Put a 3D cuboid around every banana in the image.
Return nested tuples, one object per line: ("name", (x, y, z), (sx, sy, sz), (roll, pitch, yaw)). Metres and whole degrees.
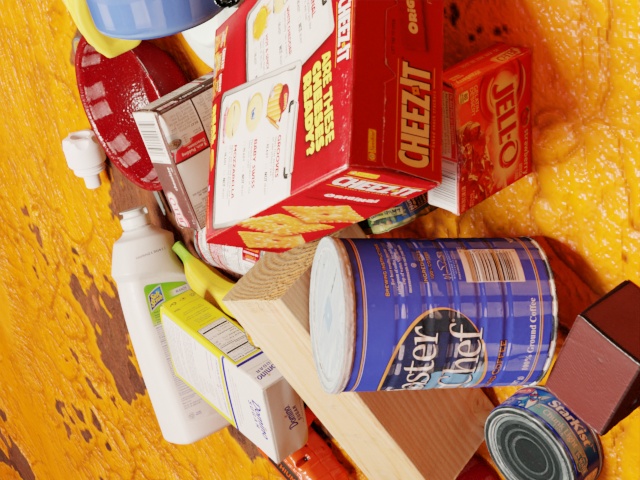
("banana", (-0.094, 0.050, 1.039), (0.069, 0.037, 0.198), (46, 167, -27))

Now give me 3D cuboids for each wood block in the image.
("wood block", (0.033, 0.091, 0.820), (0.206, 0.090, 0.090), (52, 152, -19))

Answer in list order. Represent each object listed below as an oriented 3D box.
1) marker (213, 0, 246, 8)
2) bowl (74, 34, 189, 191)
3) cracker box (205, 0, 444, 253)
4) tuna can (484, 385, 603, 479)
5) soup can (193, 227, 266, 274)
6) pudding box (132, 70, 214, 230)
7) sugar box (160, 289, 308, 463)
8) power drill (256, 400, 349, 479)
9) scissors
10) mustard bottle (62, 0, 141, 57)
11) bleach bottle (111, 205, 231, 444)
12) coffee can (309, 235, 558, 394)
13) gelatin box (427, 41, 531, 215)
("marker", (-0.061, -0.181, 0.787), (0.121, 0.020, 0.020), (-67, -46, -77))
("bowl", (-0.165, -0.130, 1.008), (0.162, 0.055, 0.162), (34, 139, 36))
("cracker box", (-0.003, -0.092, 0.685), (0.214, 0.072, 0.164), (-22, 63, 60))
("tuna can", (0.163, 0.152, 0.789), (0.086, 0.033, 0.086), (34, 139, 36))
("soup can", (-0.056, 0.001, 0.946), (0.102, 0.068, 0.068), (17, 128, 47))
("pudding box", (-0.098, -0.078, 0.917), (0.039, 0.089, 0.113), (12, 128, 48))
("sugar box", (-0.082, 0.124, 1.003), (0.176, 0.048, 0.093), (29, 139, 42))
("power drill", (0.004, 0.169, 1.005), (0.185, 0.057, 0.188), (45, 142, 31))
("scissors", (-0.193, -0.127, 1.086), (0.202, 0.016, 0.096), (60, 148, 2))
("mustard bottle", (-0.220, -0.246, 0.942), (0.192, 0.058, 0.096), (51, 165, 41))
("bleach bottle", (-0.156, 0.083, 1.138), (0.068, 0.102, 0.251), (-4, 105, 52))
("coffee can", (0.071, 0.048, 0.707), (0.103, 0.140, 0.103), (179, 90, -78))
("gelatin box", (0.100, -0.070, 0.668), (0.030, 0.073, 0.089), (26, 133, 41))
